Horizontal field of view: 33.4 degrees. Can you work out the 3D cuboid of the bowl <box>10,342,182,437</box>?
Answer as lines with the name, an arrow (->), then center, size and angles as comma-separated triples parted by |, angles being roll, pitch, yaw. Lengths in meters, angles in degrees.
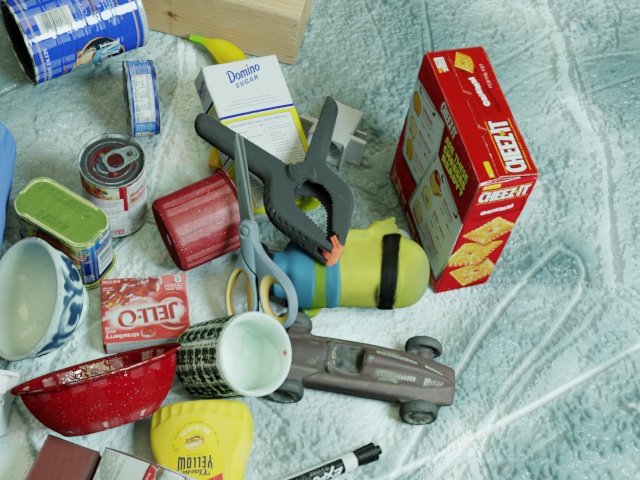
bowl -> -0.201, 0.142, 0.990 | 0.162, 0.162, 0.055 | -15, 91, -16

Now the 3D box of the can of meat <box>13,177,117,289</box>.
can of meat -> -0.261, -0.008, 1.092 | 0.102, 0.084, 0.057 | 29, 60, 10

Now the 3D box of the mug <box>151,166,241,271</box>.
mug -> -0.129, -0.024, 1.124 | 0.081, 0.093, 0.117 | -25, 34, -14

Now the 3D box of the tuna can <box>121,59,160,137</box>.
tuna can -> -0.200, -0.158, 1.189 | 0.033, 0.086, 0.086 | -6, 60, -13

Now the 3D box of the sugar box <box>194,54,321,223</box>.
sugar box -> -0.067, -0.111, 1.172 | 0.093, 0.048, 0.176 | -14, 75, -25

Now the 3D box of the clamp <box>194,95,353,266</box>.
clamp -> -0.034, -0.065, 1.098 | 0.164, 0.036, 0.210 | -6, 56, -20

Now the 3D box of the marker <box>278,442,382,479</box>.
marker -> 0.004, 0.222, 1.026 | 0.121, 0.020, 0.020 | -18, 63, -17

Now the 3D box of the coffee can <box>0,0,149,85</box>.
coffee can -> -0.282, -0.249, 1.223 | 0.140, 0.103, 0.103 | -25, 65, -20

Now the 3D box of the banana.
banana -> -0.106, -0.165, 1.237 | 0.069, 0.037, 0.198 | -15, 59, 6

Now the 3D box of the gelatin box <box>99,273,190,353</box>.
gelatin box -> -0.178, 0.074, 1.085 | 0.089, 0.030, 0.073 | -4, 60, -9

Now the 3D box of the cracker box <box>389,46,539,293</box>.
cracker box -> 0.143, -0.069, 1.103 | 0.072, 0.214, 0.164 | -11, 61, -14

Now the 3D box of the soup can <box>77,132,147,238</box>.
soup can -> -0.215, -0.055, 1.115 | 0.068, 0.102, 0.068 | 3, 59, -5

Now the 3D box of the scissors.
scissors -> -0.057, 0.001, 1.053 | 0.096, 0.202, 0.016 | 16, 16, 33

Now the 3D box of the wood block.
wood block -> -0.117, -0.293, 1.277 | 0.206, 0.091, 0.090 | 14, 59, 1

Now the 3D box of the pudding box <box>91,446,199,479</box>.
pudding box -> -0.161, 0.240, 0.942 | 0.114, 0.039, 0.090 | 8, 71, 39

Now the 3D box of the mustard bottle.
mustard bottle -> -0.110, 0.244, 0.974 | 0.096, 0.058, 0.191 | -5, 60, 5

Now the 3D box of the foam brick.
foam brick -> -0.239, 0.226, 0.973 | 0.051, 0.053, 0.078 | 20, 59, 4
